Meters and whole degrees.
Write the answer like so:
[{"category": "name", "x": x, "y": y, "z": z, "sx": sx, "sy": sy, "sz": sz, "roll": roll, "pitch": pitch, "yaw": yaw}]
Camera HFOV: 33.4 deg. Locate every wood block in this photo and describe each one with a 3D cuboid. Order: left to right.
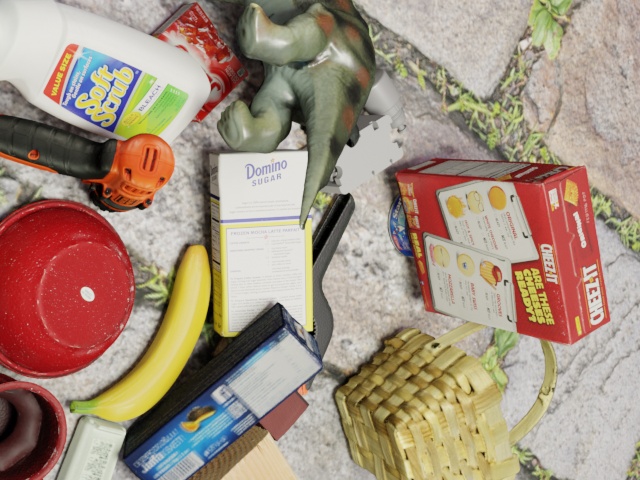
[{"category": "wood block", "x": -0.058, "y": 0.286, "z": 1.068, "sx": 0.090, "sy": 0.090, "sz": 0.206, "roll": -41, "pitch": 116, "yaw": -26}]

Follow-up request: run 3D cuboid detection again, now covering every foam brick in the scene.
[{"category": "foam brick", "x": -0.061, "y": 0.155, "z": 1.072, "sx": 0.051, "sy": 0.053, "sz": 0.078, "roll": -49, "pitch": 119, "yaw": -21}]

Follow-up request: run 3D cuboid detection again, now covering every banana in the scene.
[{"category": "banana", "x": -0.151, "y": 0.098, "z": 1.007, "sx": 0.197, "sy": 0.037, "sz": 0.069, "roll": -56, "pitch": 134, "yaw": -19}]

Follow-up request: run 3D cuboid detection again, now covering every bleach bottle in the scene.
[{"category": "bleach bottle", "x": -0.197, "y": -0.135, "z": 0.856, "sx": 0.103, "sy": 0.068, "sz": 0.250, "roll": -44, "pitch": 156, "yaw": 18}]

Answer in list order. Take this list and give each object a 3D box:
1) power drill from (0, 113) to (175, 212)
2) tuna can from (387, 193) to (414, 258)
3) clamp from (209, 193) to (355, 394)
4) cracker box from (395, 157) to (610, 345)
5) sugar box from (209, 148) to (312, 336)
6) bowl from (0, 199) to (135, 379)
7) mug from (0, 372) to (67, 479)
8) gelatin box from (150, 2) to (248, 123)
[{"category": "power drill", "x": -0.224, "y": -0.069, "z": 0.876, "sx": 0.187, "sy": 0.185, "sz": 0.057, "roll": 13, "pitch": 78, "yaw": -20}, {"category": "tuna can", "x": 0.119, "y": -0.020, "z": 1.190, "sx": 0.085, "sy": 0.034, "sz": 0.086, "roll": -5, "pitch": 98, "yaw": -35}, {"category": "clamp", "x": -0.023, "y": 0.051, "z": 1.095, "sx": 0.164, "sy": 0.036, "sz": 0.210, "roll": -16, "pitch": 103, "yaw": -28}, {"category": "cracker box", "x": 0.182, "y": 0.003, "z": 1.082, "sx": 0.072, "sy": 0.214, "sz": 0.164, "roll": -23, "pitch": 108, "yaw": -31}, {"category": "sugar box", "x": -0.057, "y": 0.001, "z": 1.023, "sx": 0.093, "sy": 0.048, "sz": 0.176, "roll": -3, "pitch": 97, "yaw": -20}, {"category": "bowl", "x": -0.220, "y": 0.045, "z": 0.934, "sx": 0.161, "sy": 0.055, "sz": 0.162, "roll": -5, "pitch": 97, "yaw": -43}, {"category": "mug", "x": -0.269, "y": 0.167, "z": 0.908, "sx": 0.093, "sy": 0.082, "sz": 0.117, "roll": -37, "pitch": 115, "yaw": -26}, {"category": "gelatin box", "x": -0.121, "y": -0.166, "z": 1.005, "sx": 0.073, "sy": 0.030, "sz": 0.089, "roll": -48, "pitch": 119, "yaw": -21}]
